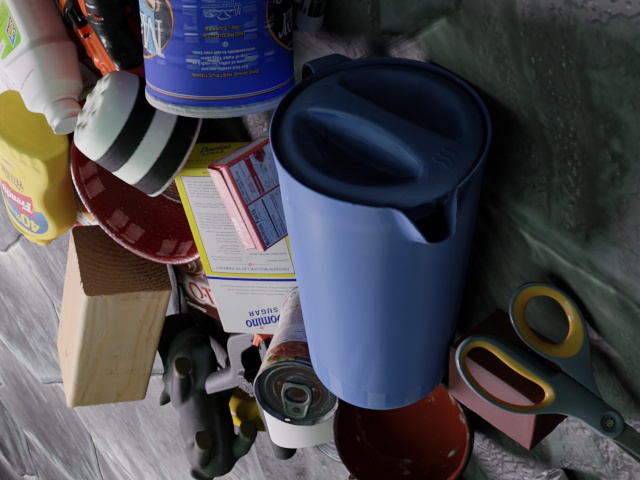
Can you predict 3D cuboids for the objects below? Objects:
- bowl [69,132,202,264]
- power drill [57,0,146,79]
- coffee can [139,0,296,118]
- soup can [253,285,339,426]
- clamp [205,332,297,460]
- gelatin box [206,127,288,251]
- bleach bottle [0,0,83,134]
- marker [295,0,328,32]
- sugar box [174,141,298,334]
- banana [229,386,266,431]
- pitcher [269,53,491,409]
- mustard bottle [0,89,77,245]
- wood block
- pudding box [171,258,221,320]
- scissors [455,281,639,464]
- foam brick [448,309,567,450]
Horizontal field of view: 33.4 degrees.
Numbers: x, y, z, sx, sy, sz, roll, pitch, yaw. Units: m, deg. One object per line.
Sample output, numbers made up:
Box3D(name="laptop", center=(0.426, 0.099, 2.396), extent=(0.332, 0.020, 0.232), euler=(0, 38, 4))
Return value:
Box3D(name="bowl", center=(-0.148, -0.058, 0.977), extent=(0.162, 0.055, 0.162), euler=(17, 130, 21))
Box3D(name="power drill", center=(-0.190, -0.219, 0.853), extent=(0.184, 0.057, 0.188), euler=(56, 170, 15))
Box3D(name="coffee can", center=(-0.069, -0.163, 0.698), extent=(0.103, 0.102, 0.140), euler=(26, 127, 42))
Box3D(name="soup can", center=(-0.010, 0.090, 0.864), extent=(0.068, 0.102, 0.068), euler=(7, 127, 9))
Box3D(name="clamp", center=(-0.068, 0.129, 1.034), extent=(0.120, 0.039, 0.171), euler=(28, 136, 24))
Box3D(name="gelatin box", center=(-0.034, -0.044, 0.813), extent=(0.030, 0.089, 0.073), euler=(5, 124, 54))
Box3D(name="bleach bottle", center=(-0.276, -0.205, 0.969), extent=(0.103, 0.067, 0.251), euler=(-45, 66, 52))
Box3D(name="marker", center=(0.003, -0.182, 0.687), extent=(0.020, 0.020, 0.121), euler=(46, 150, 16))
Box3D(name="sugar box", center=(-0.056, 0.001, 0.907), extent=(0.093, 0.048, 0.176), euler=(1, 129, 21))
Box3D(name="banana", center=(-0.075, 0.176, 1.159), extent=(0.198, 0.037, 0.069), euler=(6, 125, 54))
Box3D(name="pitcher", center=(0.037, 0.000, 0.729), extent=(0.145, 0.149, 0.243), euler=(14, 141, 15))
Box3D(name="mustard bottle", center=(-0.283, -0.056, 1.059), extent=(0.096, 0.058, 0.192), euler=(39, 150, 18))
Box3D(name="wood block", center=(-0.222, 0.081, 1.129), extent=(0.206, 0.090, 0.091), euler=(112, 147, -47))
Box3D(name="pudding box", center=(-0.100, 0.036, 1.049), extent=(0.114, 0.039, 0.090), euler=(21, 138, 46))
Box3D(name="scissors", center=(0.186, 0.096, 0.690), extent=(0.201, 0.096, 0.016), euler=(23, 175, -2))
Box3D(name="foam brick", center=(0.135, 0.096, 0.745), extent=(0.078, 0.052, 0.051), euler=(34, 145, 35))
